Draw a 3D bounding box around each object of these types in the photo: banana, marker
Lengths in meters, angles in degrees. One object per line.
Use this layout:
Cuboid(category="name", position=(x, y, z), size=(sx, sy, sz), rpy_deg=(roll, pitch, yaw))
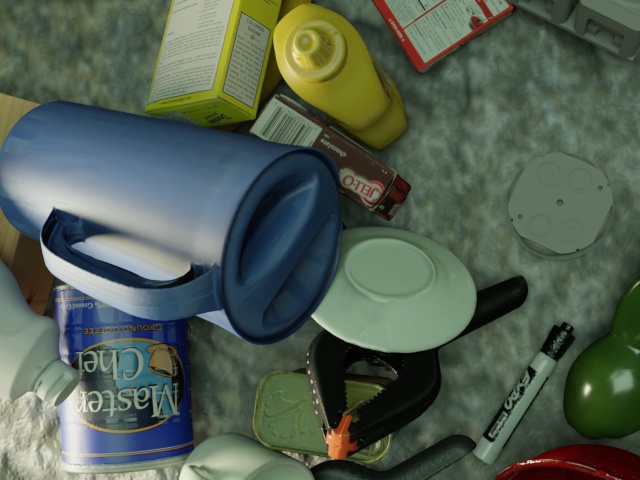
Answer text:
Cuboid(category="banana", position=(-0.073, -0.129, 0.855), size=(0.198, 0.037, 0.069), rpy_deg=(-38, 81, 8))
Cuboid(category="marker", position=(0.154, 0.114, 0.803), size=(0.020, 0.020, 0.121), rpy_deg=(33, 94, 11))

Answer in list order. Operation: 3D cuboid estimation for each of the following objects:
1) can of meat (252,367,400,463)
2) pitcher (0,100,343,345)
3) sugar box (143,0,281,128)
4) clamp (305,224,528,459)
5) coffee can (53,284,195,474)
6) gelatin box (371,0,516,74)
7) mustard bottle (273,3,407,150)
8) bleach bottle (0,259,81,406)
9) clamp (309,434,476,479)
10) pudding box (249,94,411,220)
Cuboid(category="can of meat", position=(0.010, 0.127, 0.800), size=(0.102, 0.084, 0.057), rpy_deg=(6, 88, 12))
Cuboid(category="pitcher", position=(-0.118, -0.021, 0.742), size=(0.243, 0.149, 0.145), rpy_deg=(17, 81, 32))
Cuboid(category="sugar box", position=(-0.074, -0.174, 0.815), size=(0.094, 0.048, 0.176), rpy_deg=(-2, 68, 45))
Cuboid(category="clamp", position=(0.058, 0.071, 0.760), size=(0.164, 0.209, 0.036), rpy_deg=(13, 133, 8))
Cuboid(category="coffee can", position=(-0.151, 0.102, 0.826), size=(0.103, 0.102, 0.140), rpy_deg=(-4, 86, 12))
Cuboid(category="gelatin box", position=(0.094, -0.183, 0.822), size=(0.089, 0.030, 0.073), rpy_deg=(-33, 87, 11))
Cuboid(category="mustard bottle", position=(0.011, -0.119, 0.757), size=(0.058, 0.191, 0.096), rpy_deg=(-37, 81, 8))
Cuboid(category="bleach bottle", position=(-0.276, 0.027, 0.784), size=(0.251, 0.068, 0.103), rpy_deg=(37, 102, 8))
Cuboid(category="clamp", position=(0.043, 0.198, 0.812), size=(0.171, 0.039, 0.120), rpy_deg=(7, 89, 12))
Cuboid(category="pudding box", position=(0.010, -0.061, 0.807), size=(0.113, 0.090, 0.039), rpy_deg=(36, 93, 12))
